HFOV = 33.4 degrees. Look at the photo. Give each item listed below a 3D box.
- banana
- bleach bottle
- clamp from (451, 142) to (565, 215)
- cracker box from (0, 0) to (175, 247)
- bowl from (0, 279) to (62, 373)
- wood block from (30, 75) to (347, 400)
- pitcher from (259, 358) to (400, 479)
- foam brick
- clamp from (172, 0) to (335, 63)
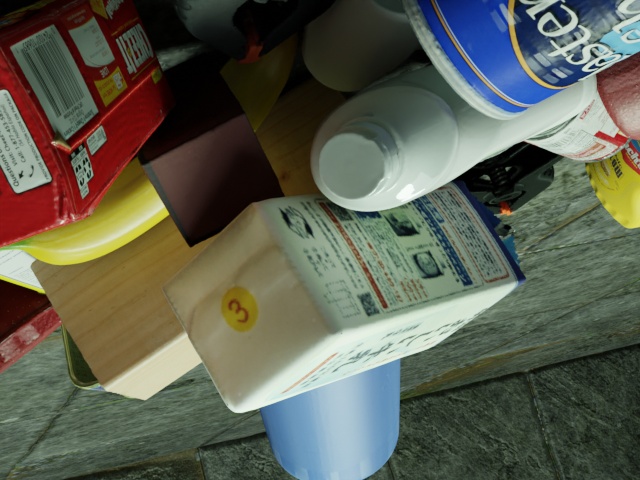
[{"bbox_3d":[-0.084,-0.042,0.573,0.198,0.037,0.069,-37,167,3],"label":"banana"},{"bbox_3d":[0.066,-0.063,0.529,0.103,0.068,0.250,-24,-176,27],"label":"bleach bottle"},{"bbox_3d":[0.156,-0.056,0.881,0.165,0.036,0.209,-19,168,15],"label":"clamp"},{"bbox_3d":[-0.178,-0.026,0.421,0.214,0.072,0.164,-19,-162,10],"label":"cracker box"},{"bbox_3d":[-0.233,0.058,0.747,0.162,0.055,0.162,-39,-179,0],"label":"bowl"},{"bbox_3d":[-0.055,0.000,0.645,0.206,0.090,0.091,-34,166,-1],"label":"wood block"},{"bbox_3d":[0.006,0.068,0.811,0.149,0.145,0.243,-17,133,-10],"label":"pitcher"},{"bbox_3d":[-0.058,-0.044,0.507,0.051,0.078,0.053,-28,126,-3],"label":"foam brick"},{"bbox_3d":[-0.011,-0.124,0.441,0.120,0.039,0.171,-9,170,-6],"label":"clamp"}]
